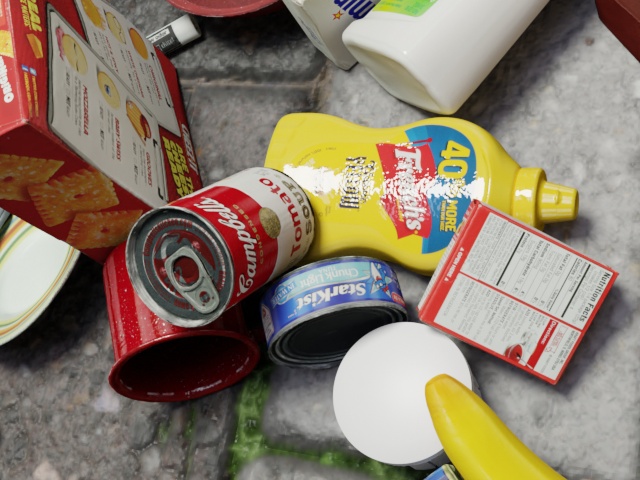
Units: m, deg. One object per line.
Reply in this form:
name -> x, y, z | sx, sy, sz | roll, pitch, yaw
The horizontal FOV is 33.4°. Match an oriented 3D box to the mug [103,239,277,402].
mug -> -0.079, 0.043, 0.670 | 0.117, 0.093, 0.081 | -9, 59, -11

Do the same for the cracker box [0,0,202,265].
cracker box -> -0.156, -0.082, 0.670 | 0.072, 0.213, 0.164 | -22, 63, 14

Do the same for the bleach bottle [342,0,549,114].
bleach bottle -> 0.129, -0.194, 0.670 | 0.251, 0.068, 0.103 | -48, 28, -3

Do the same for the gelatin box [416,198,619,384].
gelatin box -> 0.109, 0.029, 0.597 | 0.089, 0.030, 0.073 | 26, 99, -2

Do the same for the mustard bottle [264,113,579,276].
mustard bottle -> 0.060, -0.027, 0.652 | 0.192, 0.058, 0.096 | 4, 78, 22

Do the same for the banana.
banana -> 0.137, 0.136, 0.551 | 0.198, 0.037, 0.069 | 22, 94, 10

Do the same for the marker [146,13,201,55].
marker -> -0.145, -0.133, 0.795 | 0.121, 0.020, 0.020 | -26, 63, 11

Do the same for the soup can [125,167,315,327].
soup can -> -0.054, 0.001, 0.611 | 0.069, 0.102, 0.068 | 9, 110, 25

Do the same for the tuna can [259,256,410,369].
tuna can -> 0.008, 0.043, 0.630 | 0.086, 0.086, 0.034 | -21, 62, 13
